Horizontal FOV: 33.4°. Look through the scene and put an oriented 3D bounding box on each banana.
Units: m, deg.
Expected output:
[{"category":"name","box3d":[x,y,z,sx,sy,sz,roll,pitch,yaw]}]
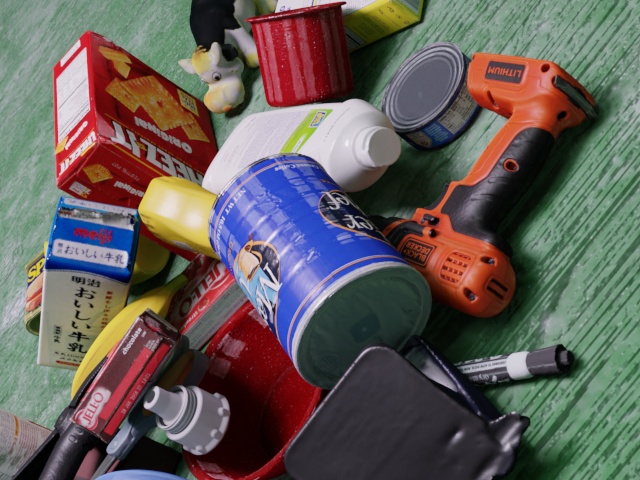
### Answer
[{"category":"banana","box3d":[-0.187,0.110,0.976,0.037,0.069,0.198,51,120,20]}]

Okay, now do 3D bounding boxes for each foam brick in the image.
[{"category":"foam brick","box3d":[-0.168,0.194,0.919,0.078,0.053,0.051,-2,62,48]}]

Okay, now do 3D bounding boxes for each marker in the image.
[{"category":"marker","box3d":[0.112,0.085,0.699,0.121,0.020,0.020,-17,50,42]}]

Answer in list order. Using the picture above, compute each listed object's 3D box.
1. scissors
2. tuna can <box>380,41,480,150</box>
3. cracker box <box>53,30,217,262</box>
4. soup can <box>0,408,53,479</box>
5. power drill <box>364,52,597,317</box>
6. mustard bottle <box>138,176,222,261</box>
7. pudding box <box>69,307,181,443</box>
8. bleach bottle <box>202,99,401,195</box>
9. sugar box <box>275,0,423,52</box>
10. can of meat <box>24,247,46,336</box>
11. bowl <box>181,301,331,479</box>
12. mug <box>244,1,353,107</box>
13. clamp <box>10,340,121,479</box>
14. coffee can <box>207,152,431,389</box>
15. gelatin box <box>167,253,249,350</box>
[{"category":"scissors","box3d":[-0.161,0.153,0.884,0.202,0.016,0.096,-46,27,17]},{"category":"tuna can","box3d":[0.092,-0.117,0.870,0.086,0.033,0.086,-30,43,32]},{"category":"cracker box","box3d":[-0.180,-0.099,1.069,0.072,0.164,0.214,-44,36,21]},{"category":"soup can","box3d":[-0.294,0.202,1.020,0.069,0.102,0.068,-31,42,33]},{"category":"power drill","box3d":[0.103,-0.044,0.782,0.185,0.057,0.187,23,83,55]},{"category":"mustard bottle","box3d":[-0.056,0.001,0.890,0.192,0.096,0.058,20,81,33]},{"category":"pudding box","box3d":[-0.147,0.100,0.818,0.090,0.039,0.113,-56,2,-3]},{"category":"bleach bottle","box3d":[-0.012,-0.065,0.884,0.102,0.068,0.251,-59,23,-12]},{"category":"sugar box","box3d":[0.024,-0.226,1.030,0.177,0.048,0.093,-18,51,46]},{"category":"can of meat","box3d":[-0.278,0.049,1.163,0.102,0.057,0.084,-37,42,27]},{"category":"bowl","box3d":[-0.035,0.120,0.815,0.162,0.055,0.162,-30,42,32]},{"category":"mug","box3d":[-0.019,-0.169,0.973,0.117,0.093,0.081,-153,50,-68]},{"category":"clamp","box3d":[-0.212,0.164,0.913,0.120,0.039,0.171,-3,50,58]},{"category":"coffee can","box3d":[-0.003,0.019,0.737,0.103,0.102,0.140,-49,47,10]},{"category":"gelatin box","box3d":[-0.103,0.047,0.977,0.089,0.030,0.073,-46,36,16]}]
